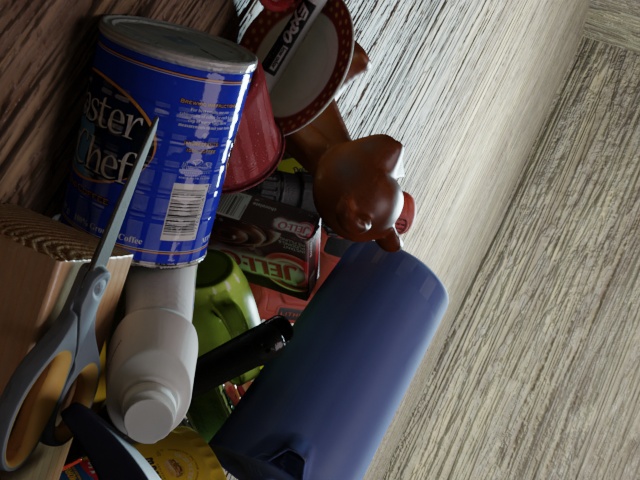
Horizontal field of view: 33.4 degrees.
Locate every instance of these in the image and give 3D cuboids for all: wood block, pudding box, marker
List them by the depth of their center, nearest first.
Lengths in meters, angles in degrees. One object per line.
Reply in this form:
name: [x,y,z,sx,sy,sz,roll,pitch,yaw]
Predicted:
wood block: [-0.197,0.090,0.628,0.090,0.091,0.206,-6,116,-73]
marker: [-0.016,-0.170,0.840,0.121,0.020,0.020,-57,166,7]
pudding box: [-0.056,0.001,0.956,0.090,0.113,0.039,92,21,-51]

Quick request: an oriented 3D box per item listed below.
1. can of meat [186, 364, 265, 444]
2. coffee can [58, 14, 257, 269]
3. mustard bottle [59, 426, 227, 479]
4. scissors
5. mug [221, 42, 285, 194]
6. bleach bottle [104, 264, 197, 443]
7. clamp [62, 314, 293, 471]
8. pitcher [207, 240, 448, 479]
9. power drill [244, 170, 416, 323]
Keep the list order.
can of meat: [-0.088,0.136,1.006,0.083,0.058,0.102,-53,130,-49]
coffee can: [-0.108,-0.066,0.701,0.102,0.103,0.140,-32,141,-66]
mustard bottle: [-0.169,0.206,0.838,0.191,0.096,0.058,-6,137,-37]
scissors: [-0.124,0.035,0.593,0.201,0.016,0.096,-64,165,-13]
mug: [-0.078,-0.105,0.807,0.081,0.093,0.117,80,3,-55]
bleach bottle: [-0.115,0.063,0.714,0.251,0.068,0.103,-110,-148,-67]
clamp: [-0.110,0.111,0.797,0.210,0.036,0.164,-28,177,-7]
pitcher: [0.013,0.126,0.962,0.242,0.149,0.145,-57,130,-22]
power drill: [-0.016,0.007,1.092,0.188,0.184,0.057,118,-27,-42]
